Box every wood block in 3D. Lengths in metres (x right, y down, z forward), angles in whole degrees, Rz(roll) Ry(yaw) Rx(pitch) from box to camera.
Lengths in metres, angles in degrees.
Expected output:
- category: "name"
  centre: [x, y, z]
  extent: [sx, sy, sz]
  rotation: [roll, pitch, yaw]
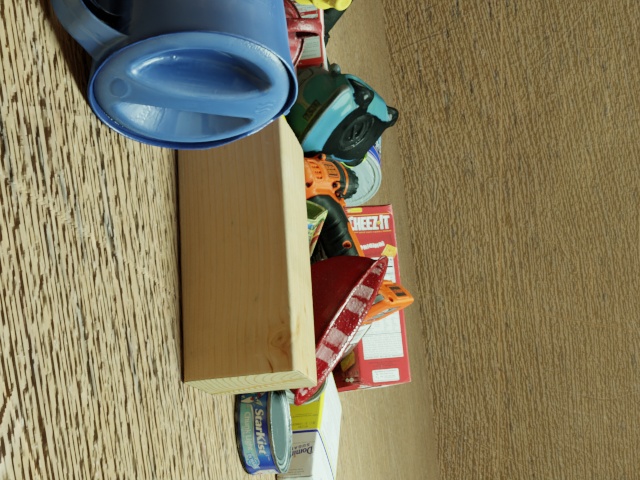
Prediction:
- category: "wood block"
  centre: [-0.059, 0.014, 0.866]
  extent: [0.090, 0.091, 0.206]
  rotation: [54, 30, -72]

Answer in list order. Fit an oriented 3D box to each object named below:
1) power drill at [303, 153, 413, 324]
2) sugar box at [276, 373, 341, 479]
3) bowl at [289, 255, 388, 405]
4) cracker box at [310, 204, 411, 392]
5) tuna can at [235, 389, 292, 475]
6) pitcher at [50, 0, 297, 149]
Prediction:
- category: "power drill"
  centre: [0.029, -0.004, 1.140]
  extent: [0.188, 0.057, 0.184]
  rotation: [62, 20, 9]
- category: "sugar box"
  centre: [-0.010, 0.221, 1.160]
  extent: [0.176, 0.048, 0.093]
  rotation: [-78, 158, -53]
- category: "bowl"
  centre: [-0.001, 0.071, 0.992]
  extent: [0.162, 0.055, 0.162]
  rotation: [-55, 167, -20]
- category: "cracker box"
  centre: [0.040, 0.076, 1.312]
  extent: [0.164, 0.072, 0.214]
  rotation: [150, -64, -69]
- category: "tuna can"
  centre: [-0.051, 0.171, 0.977]
  extent: [0.086, 0.034, 0.086]
  rotation: [-6, 90, -81]
- category: "pitcher"
  centre: [-0.097, -0.197, 0.718]
  extent: [0.149, 0.145, 0.243]
  rotation: [93, -8, -64]
